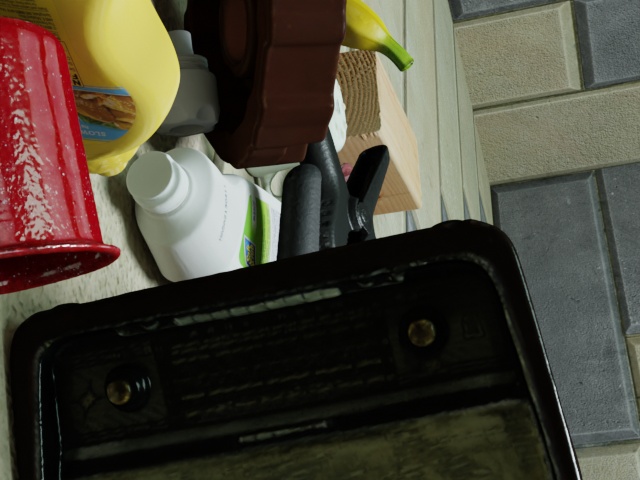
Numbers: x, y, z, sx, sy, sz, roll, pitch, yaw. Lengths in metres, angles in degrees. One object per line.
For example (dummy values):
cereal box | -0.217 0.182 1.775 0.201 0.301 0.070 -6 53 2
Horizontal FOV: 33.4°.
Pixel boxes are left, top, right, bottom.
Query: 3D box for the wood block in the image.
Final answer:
wood block | 0.037 -0.101 1.072 0.206 0.091 0.090 50 34 -66

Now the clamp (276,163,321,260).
clamp | -0.014 0.037 0.639 0.120 0.039 0.171 54 44 -15

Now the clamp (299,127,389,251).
clamp | 0.010 -0.022 0.745 0.164 0.036 0.210 46 37 -49

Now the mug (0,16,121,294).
mug | -0.121 -0.024 0.377 0.117 0.093 0.081 49 28 -82

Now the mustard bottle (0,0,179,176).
mustard bottle | -0.107 -0.084 0.431 0.191 0.096 0.058 84 23 -61

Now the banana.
banana | -0.014 -0.148 0.749 0.198 0.037 0.069 18 -42 56

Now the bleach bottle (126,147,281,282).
bleach bottle | -0.055 0.001 0.689 0.250 0.068 0.102 49 34 -62
